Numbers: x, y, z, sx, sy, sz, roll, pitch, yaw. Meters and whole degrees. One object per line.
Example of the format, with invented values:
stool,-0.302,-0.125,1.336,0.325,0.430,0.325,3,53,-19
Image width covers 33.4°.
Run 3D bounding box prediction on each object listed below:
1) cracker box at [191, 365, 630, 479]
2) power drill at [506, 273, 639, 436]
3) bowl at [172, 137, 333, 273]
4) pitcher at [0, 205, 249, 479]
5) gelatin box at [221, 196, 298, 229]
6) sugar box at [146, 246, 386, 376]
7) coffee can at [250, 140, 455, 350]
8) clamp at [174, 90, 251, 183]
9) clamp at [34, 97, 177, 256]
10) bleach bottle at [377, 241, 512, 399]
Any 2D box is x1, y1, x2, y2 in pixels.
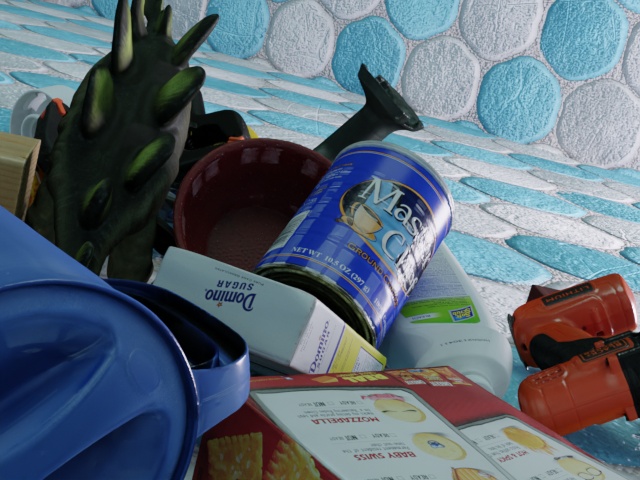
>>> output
cracker box,0.064,0.134,0.497,0.163,0.072,0.214,3,18,-39
power drill,0.224,0.074,0.795,0.184,0.057,0.187,-19,8,3
bowl,-0.042,0.000,0.851,0.162,0.162,0.055,12,-29,-12
pitcher,-0.153,0.047,0.506,0.149,0.145,0.243,41,-7,-33
gelatin box,-0.056,0.001,0.918,0.089,0.073,0.030,10,13,-13
sugar box,-0.025,0.057,0.634,0.093,0.048,0.176,18,-13,20
coffee can,0.023,0.010,0.764,0.103,0.103,0.140,19,49,20
clamp,-0.128,-0.103,1.064,0.210,0.036,0.164,5,47,46
clamp,-0.202,-0.047,0.908,0.171,0.039,0.120,51,24,13
bleach bottle,0.076,0.066,0.803,0.102,0.068,0.251,-11,21,-3
